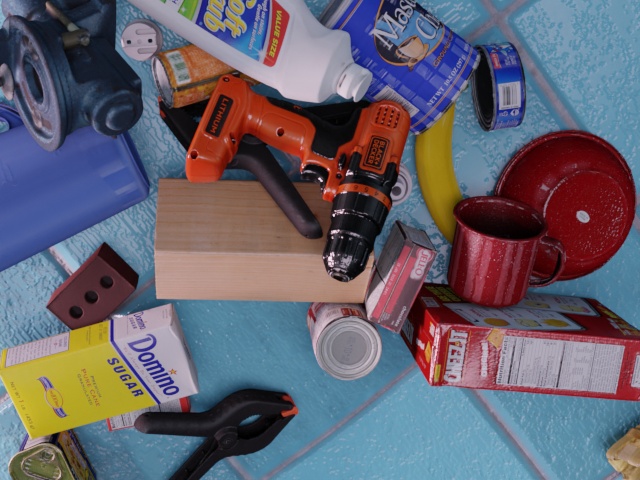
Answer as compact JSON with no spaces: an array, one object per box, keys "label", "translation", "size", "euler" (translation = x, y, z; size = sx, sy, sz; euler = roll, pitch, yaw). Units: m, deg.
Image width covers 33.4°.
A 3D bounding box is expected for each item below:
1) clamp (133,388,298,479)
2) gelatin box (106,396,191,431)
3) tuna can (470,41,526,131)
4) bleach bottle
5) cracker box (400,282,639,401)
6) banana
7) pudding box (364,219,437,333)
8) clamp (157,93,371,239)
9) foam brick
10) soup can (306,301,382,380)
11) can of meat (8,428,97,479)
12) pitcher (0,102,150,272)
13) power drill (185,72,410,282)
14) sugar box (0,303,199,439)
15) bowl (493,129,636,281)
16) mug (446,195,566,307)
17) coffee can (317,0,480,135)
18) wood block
[{"label":"clamp","translation":[-0.110,0.196,1.117],"size":[0.171,0.039,0.120],"euler":[-29,132,-8]},{"label":"gelatin box","translation":[-0.186,0.154,1.120],"size":[0.089,0.030,0.073],"euler":[-11,105,-3]},{"label":"tuna can","translation":[0.174,-0.152,1.050],"size":[0.033,0.086,0.086],"euler":[-8,104,-5]},{"label":"bleach bottle","translation":[-0.061,-0.205,0.963],"size":[0.251,0.068,0.102],"euler":[32,94,14]},{"label":"cracker box","translation":[0.200,0.100,1.072],"size":[0.213,0.164,0.072],"euler":[5,101,-7]},{"label":"banana","translation":[0.135,-0.061,1.093],"size":[0.069,0.037,0.198],"euler":[-11,104,-3]},{"label":"pudding box","translation":[0.078,0.034,1.071],"size":[0.039,0.113,0.090],"euler":[24,100,-7]},{"label":"clamp","translation":[-0.063,-0.091,1.031],"size":[0.210,0.036,0.164],"euler":[14,59,4]},{"label":"foam brick","translation":[-0.229,0.051,1.080],"size":[0.078,0.051,0.053],"euler":[-44,103,6]},{"label":"soup can","translation":[0.023,0.094,1.087],"size":[0.068,0.102,0.068],"euler":[-1,103,-5]},{"label":"can of meat","translation":[-0.274,0.242,1.105],"size":[0.057,0.084,0.102],"euler":[-22,104,0]},{"label":"pitcher","translation":[-0.296,-0.053,1.019],"size":[0.243,0.145,0.149],"euler":[-24,122,-3]},{"label":"power drill","translation":[-0.023,-0.065,0.970],"size":[0.187,0.057,0.184],"euler":[17,63,2]},{"label":"sugar box","translation":[-0.217,0.131,1.061],"size":[0.176,0.048,0.093],"euler":[-15,123,1]},{"label":"bowl","translation":[0.261,-0.030,1.095],"size":[0.162,0.055,0.162],"euler":[-2,102,-10]},{"label":"mug","translation":[0.182,0.015,1.052],"size":[0.117,0.093,0.081],"euler":[10,119,5]},{"label":"coffee can","translation":[0.067,-0.183,1.024],"size":[0.140,0.103,0.103],"euler":[36,98,-12]},{"label":"wood block","translation":[-0.057,0.001,1.048],"size":[0.206,0.090,0.091],"euler":[1,146,-5]}]
